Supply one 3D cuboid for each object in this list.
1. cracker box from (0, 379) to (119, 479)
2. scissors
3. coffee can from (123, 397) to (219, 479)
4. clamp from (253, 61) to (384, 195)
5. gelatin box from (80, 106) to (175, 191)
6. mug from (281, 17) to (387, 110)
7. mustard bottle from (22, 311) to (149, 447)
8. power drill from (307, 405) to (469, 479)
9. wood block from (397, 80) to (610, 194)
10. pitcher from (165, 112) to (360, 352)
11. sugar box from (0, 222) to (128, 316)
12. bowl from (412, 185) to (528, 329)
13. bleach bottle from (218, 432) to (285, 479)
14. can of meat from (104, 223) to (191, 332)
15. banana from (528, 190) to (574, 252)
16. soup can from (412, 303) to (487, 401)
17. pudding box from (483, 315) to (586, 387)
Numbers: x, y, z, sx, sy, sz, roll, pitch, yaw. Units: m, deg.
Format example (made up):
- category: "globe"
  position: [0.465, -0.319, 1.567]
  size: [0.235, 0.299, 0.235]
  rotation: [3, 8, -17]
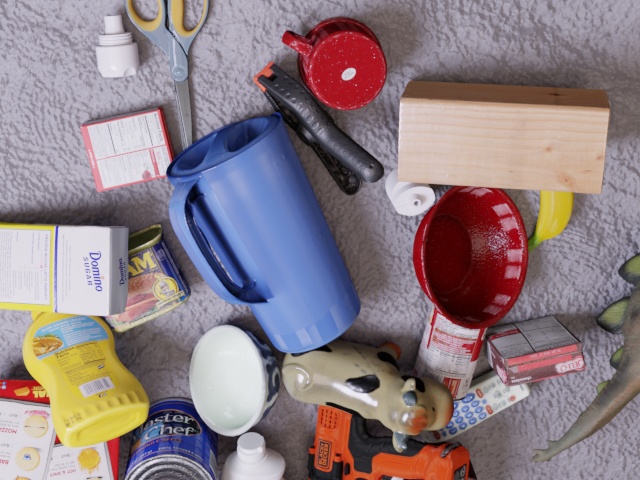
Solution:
- category: "cracker box"
  position: [-0.296, 0.257, 1.127]
  size: [0.164, 0.213, 0.072]
  rotation: [2, 151, -10]
- category: "scissors"
  position: [-0.166, -0.189, 1.122]
  size: [0.096, 0.016, 0.202]
  rotation: [10, 106, -6]
- category: "coffee can"
  position: [-0.165, 0.251, 1.190]
  size: [0.102, 0.140, 0.103]
  rotation: [-1, 107, -4]
- category: "clamp"
  position: [-0.003, -0.113, 1.128]
  size: [0.039, 0.120, 0.171]
  rotation: [-40, 84, -17]
- category: "gelatin box"
  position: [-0.203, -0.098, 1.140]
  size: [0.089, 0.030, 0.073]
  rotation: [-13, 106, -1]
- category: "mug"
  position: [0.014, -0.186, 1.102]
  size: [0.117, 0.081, 0.093]
  rotation: [27, 103, -12]
- category: "mustard bottle"
  position: [-0.263, 0.126, 1.137]
  size: [0.096, 0.192, 0.058]
  rotation: [-17, 143, -27]
- category: "power drill"
  position: [0.070, 0.279, 1.212]
  size: [0.188, 0.057, 0.184]
  rotation: [10, 102, 29]
- category: "wood block"
  position: [0.187, -0.109, 1.105]
  size: [0.206, 0.090, 0.090]
  rotation: [4, 111, 10]
- category: "pitcher"
  position: [-0.057, 0.001, 1.124]
  size: [0.149, 0.145, 0.243]
  rotation: [-28, 111, -3]
- category: "sugar box"
  position: [-0.287, 0.028, 1.121]
  size: [0.176, 0.048, 0.093]
  rotation: [3, 93, 18]
- category: "bowl"
  position: [0.153, 0.015, 1.165]
  size: [0.161, 0.055, 0.162]
  rotation: [-1, 91, -37]
- category: "bleach bottle"
  position: [-0.060, 0.321, 1.225]
  size: [0.102, 0.068, 0.251]
  rotation: [-5, 123, -2]
- category: "can of meat"
  position: [-0.202, 0.042, 1.169]
  size: [0.102, 0.057, 0.084]
  rotation: [-23, 110, 3]
- category: "banana"
  position: [0.239, -0.082, 1.174]
  size: [0.069, 0.037, 0.198]
  rotation: [-17, 107, 1]
- category: "soup can"
  position: [0.147, 0.123, 1.213]
  size: [0.068, 0.068, 0.102]
  rotation: [12, 106, -8]
- category: "pudding box"
  position: [0.236, 0.123, 1.196]
  size: [0.090, 0.113, 0.039]
  rotation: [-11, 104, -1]
